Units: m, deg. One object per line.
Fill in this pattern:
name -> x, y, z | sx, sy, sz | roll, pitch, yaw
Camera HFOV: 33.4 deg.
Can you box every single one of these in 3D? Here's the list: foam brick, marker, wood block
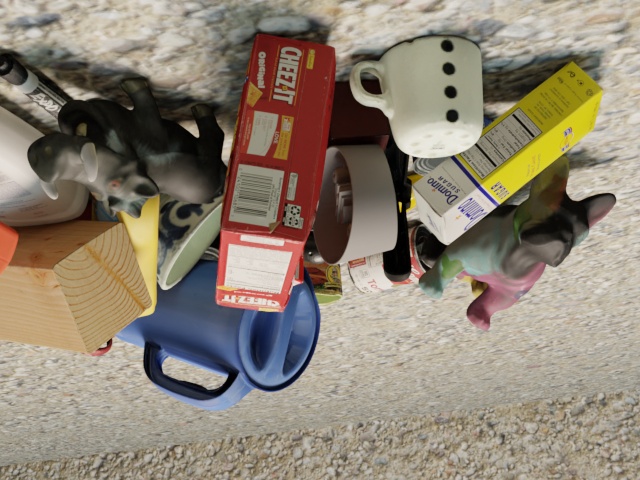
foam brick -> 0.028, -0.099, 0.934 | 0.051, 0.053, 0.078 | -3, 162, -7
marker -> -0.225, -0.118, 0.856 | 0.020, 0.020, 0.121 | -9, 162, 13
wood block -> -0.271, 0.037, 1.000 | 0.206, 0.091, 0.090 | 2, -151, 37

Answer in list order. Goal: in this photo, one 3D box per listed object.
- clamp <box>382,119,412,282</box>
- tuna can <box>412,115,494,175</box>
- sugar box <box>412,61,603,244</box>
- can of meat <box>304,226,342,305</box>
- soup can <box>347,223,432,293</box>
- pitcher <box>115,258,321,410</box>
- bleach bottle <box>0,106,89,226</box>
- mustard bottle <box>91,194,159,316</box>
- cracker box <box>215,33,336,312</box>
clamp -> 0.069, -0.035, 1.018 | 0.036, 0.164, 0.210 | 2, 172, 0
tuna can -> 0.129, -0.091, 1.023 | 0.086, 0.034, 0.086 | -5, 163, -2
sugar box -> 0.163, -0.073, 0.930 | 0.176, 0.048, 0.093 | -41, 161, -3
can of meat -> -0.023, 0.031, 1.285 | 0.101, 0.084, 0.058 | 8, 159, -36
soup can -> 0.092, 0.024, 1.324 | 0.102, 0.068, 0.068 | -16, 160, 33
pitcher -> -0.135, 0.089, 1.187 | 0.243, 0.145, 0.148 | 8, -167, 38
bleach bottle -> -0.288, -0.083, 0.884 | 0.102, 0.068, 0.250 | -7, 161, 10
mustard bottle -> -0.185, -0.024, 1.007 | 0.058, 0.096, 0.192 | -12, 133, -24
cracker box -> -0.040, -0.046, 0.887 | 0.072, 0.164, 0.214 | 9, 161, -3
